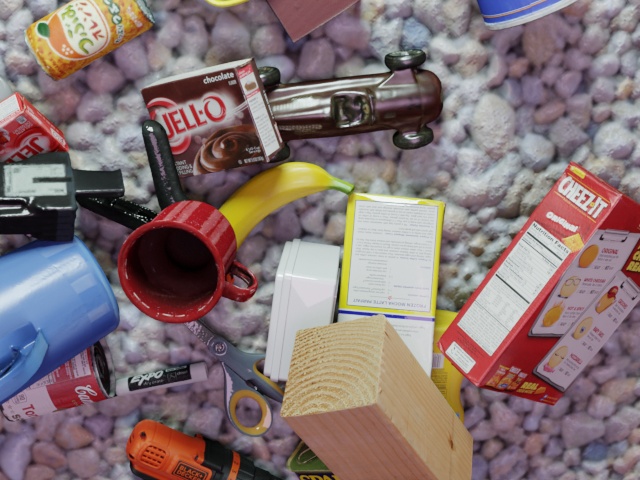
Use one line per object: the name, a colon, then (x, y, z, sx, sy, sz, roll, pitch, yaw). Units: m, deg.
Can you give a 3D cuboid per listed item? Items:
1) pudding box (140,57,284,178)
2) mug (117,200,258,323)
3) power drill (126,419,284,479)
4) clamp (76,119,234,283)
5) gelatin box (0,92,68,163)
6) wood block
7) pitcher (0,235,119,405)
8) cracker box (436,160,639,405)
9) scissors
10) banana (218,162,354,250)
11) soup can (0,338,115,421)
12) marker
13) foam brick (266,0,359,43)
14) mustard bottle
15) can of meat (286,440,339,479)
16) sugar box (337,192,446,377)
pudding box: (-0.098, -0.109, 0.962, 0.114, 0.039, 0.090, -8, 112, 31)
mug: (-0.108, 0.019, 0.929, 0.117, 0.081, 0.093, 22, 111, 1)
power drill: (-0.145, 0.290, 1.105, 0.184, 0.057, 0.188, 28, 102, -15)
clamp: (-0.151, -0.016, 0.993, 0.120, 0.039, 0.171, -27, 98, 33)
gelatin box: (-0.285, -0.085, 0.966, 0.089, 0.030, 0.073, -29, 147, 6)
wood block: (0.057, 0.166, 0.951, 0.090, 0.090, 0.206, -13, 135, 25)
pitcher: (-0.301, 0.093, 0.945, 0.242, 0.145, 0.149, -31, 74, -22)
cracker box: (0.226, 0.047, 1.004, 0.163, 0.072, 0.214, 20, 108, -50)
scissors: (-0.105, 0.125, 1.058, 0.201, 0.016, 0.096, 29, 87, -18)
banana: (-0.064, -0.016, 1.010, 0.198, 0.037, 0.069, -37, 83, 17)
soup can: (-0.258, 0.132, 1.038, 0.102, 0.068, 0.068, -14, 108, 1)
marker: (-0.173, 0.143, 1.073, 0.121, 0.020, 0.020, -11, 108, 0)
foam brick: (-0.007, -0.220, 0.949, 0.078, 0.053, 0.051, -32, 107, 6)
mustard bottle: (0.098, 0.166, 1.078, 0.096, 0.058, 0.192, 3, 107, -4)
can of meat: (0.029, 0.242, 1.082, 0.102, 0.057, 0.084, -12, 118, 42)
sugar box: (0.065, 0.047, 1.008, 0.093, 0.048, 0.176, 5, 89, 7)
